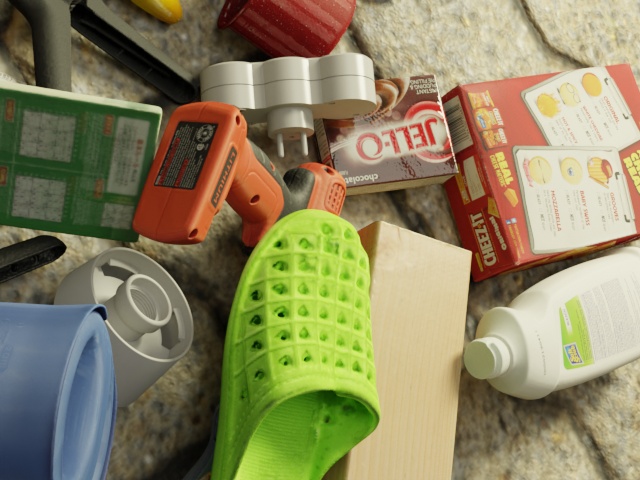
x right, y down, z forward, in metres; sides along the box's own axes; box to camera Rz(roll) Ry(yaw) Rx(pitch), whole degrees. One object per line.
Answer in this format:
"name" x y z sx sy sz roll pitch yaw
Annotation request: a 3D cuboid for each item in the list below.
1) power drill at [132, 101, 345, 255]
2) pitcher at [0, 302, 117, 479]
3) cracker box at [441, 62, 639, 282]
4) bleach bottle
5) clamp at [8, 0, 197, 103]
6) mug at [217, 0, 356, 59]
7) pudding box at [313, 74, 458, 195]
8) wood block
"power drill" -0.055 0.001 0.769 0.187 0.057 0.184 42 59 -54
"pitcher" -0.244 0.099 0.595 0.243 0.149 0.145 4 87 3
"cracker box" 0.212 -0.065 0.970 0.213 0.072 0.164 -12 80 -31
"bleach bottle" 0.200 0.069 0.885 0.250 0.068 0.102 -8 80 -47
"clamp" -0.186 -0.175 0.801 0.164 0.036 0.210 -12 68 -57
"mug" -0.026 -0.196 0.884 0.081 0.093 0.117 32 26 -21
"pudding box" 0.052 -0.088 0.900 0.113 0.039 0.090 -9 78 -16
"wood block" 0.047 0.103 0.819 0.090 0.090 0.206 18 66 -22
